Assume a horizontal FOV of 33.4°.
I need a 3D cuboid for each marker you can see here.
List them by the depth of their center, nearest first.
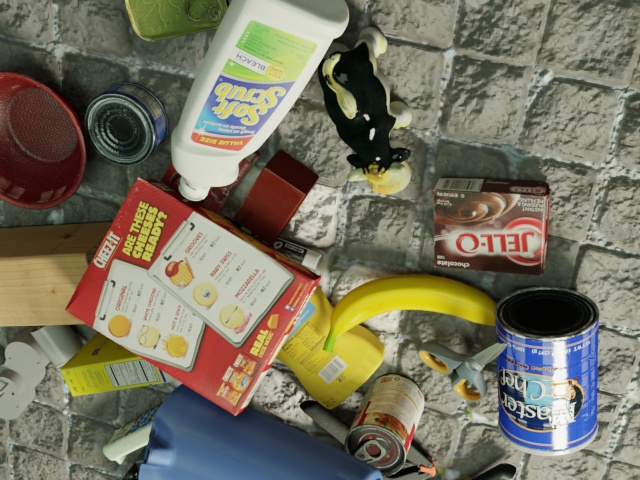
[{"bbox_3d":[-0.058,0.001,1.168,0.121,0.020,0.020,21,122,8],"label":"marker"}]

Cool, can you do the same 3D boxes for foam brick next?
[{"bbox_3d":[-0.047,-0.045,1.119,0.053,0.051,0.078,35,123,0],"label":"foam brick"}]

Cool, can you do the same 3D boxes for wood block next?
[{"bbox_3d":[-0.328,0.039,1.242,0.206,0.090,0.090,-3,116,21],"label":"wood block"}]

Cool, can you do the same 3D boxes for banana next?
[{"bbox_3d":[0.094,0.069,1.130,0.198,0.037,0.069,-10,99,11],"label":"banana"}]

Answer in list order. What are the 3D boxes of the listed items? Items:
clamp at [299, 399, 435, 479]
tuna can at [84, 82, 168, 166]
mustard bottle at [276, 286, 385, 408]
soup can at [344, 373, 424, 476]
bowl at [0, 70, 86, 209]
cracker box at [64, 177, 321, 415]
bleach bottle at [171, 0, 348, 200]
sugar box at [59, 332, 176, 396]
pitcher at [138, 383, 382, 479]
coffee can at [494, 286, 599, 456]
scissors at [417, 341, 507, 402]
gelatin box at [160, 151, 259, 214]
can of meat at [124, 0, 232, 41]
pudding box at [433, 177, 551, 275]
[{"bbox_3d":[0.047,0.243,1.237,0.171,0.039,0.120,-2,104,1],"label":"clamp"},{"bbox_3d":[-0.209,-0.124,1.145,0.086,0.033,0.086,9,119,15],"label":"tuna can"},{"bbox_3d":[-0.027,0.093,1.181,0.191,0.058,0.096,42,112,-5],"label":"mustard bottle"},{"bbox_3d":[0.072,0.202,1.179,0.068,0.102,0.068,8,119,15],"label":"soup can"},{"bbox_3d":[-0.319,-0.117,1.175,0.162,0.055,0.162,8,119,15],"label":"bowl"},{"bbox_3d":[-0.131,0.056,1.120,0.214,0.072,0.164,30,95,6],"label":"cracker box"},{"bbox_3d":[-0.071,-0.133,1.009,0.102,0.068,0.251,19,129,-15],"label":"bleach bottle"},{"bbox_3d":[-0.206,0.132,1.247,0.176,0.093,0.048,-14,109,25],"label":"sugar box"},{"bbox_3d":[-0.057,0.250,1.143,0.243,0.149,0.145,19,140,21],"label":"pitcher"},{"bbox_3d":[0.230,0.132,1.086,0.103,0.102,0.140,3,117,18],"label":"coffee can"},{"bbox_3d":[0.143,0.117,1.100,0.096,0.016,0.202,34,160,19],"label":"scissors"},{"bbox_3d":[-0.119,-0.077,1.141,0.073,0.030,0.089,37,122,-2],"label":"gelatin box"},{"bbox_3d":[-0.123,-0.236,1.025,0.102,0.083,0.057,-6,114,22],"label":"can of meat"},{"bbox_3d":[0.170,-0.015,1.065,0.114,0.039,0.090,5,119,17],"label":"pudding box"}]
